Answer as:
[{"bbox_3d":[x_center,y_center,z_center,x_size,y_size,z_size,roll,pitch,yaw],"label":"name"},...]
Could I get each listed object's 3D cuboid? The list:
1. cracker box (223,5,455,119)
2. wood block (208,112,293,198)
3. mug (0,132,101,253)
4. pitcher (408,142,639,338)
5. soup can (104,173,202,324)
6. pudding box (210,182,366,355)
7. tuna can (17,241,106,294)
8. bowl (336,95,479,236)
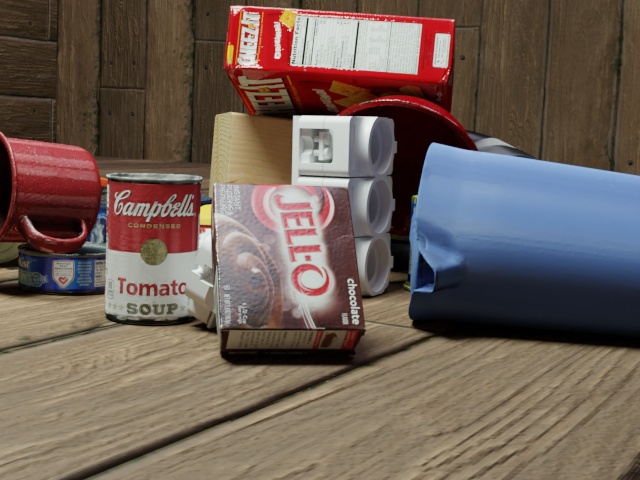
[{"bbox_3d":[0.024,-0.164,1.056,0.214,0.072,0.164,5,-10,7],"label":"cracker box"},{"bbox_3d":[-0.005,-0.078,1.122,0.205,0.091,0.090,4,3,-16],"label":"wood block"},{"bbox_3d":[-0.224,-0.031,0.851,0.081,0.093,0.117,3,35,-42],"label":"mug"},{"bbox_3d":[0.189,0.002,0.785,0.243,0.149,0.145,7,-22,11],"label":"pitcher"},{"bbox_3d":[-0.120,0.004,0.764,0.068,0.102,0.068,3,6,0],"label":"soup can"},{"bbox_3d":[-0.023,0.017,0.677,0.090,0.113,0.039,0,-32,-10],"label":"pudding box"},{"bbox_3d":[-0.206,0.022,0.883,0.086,0.034,0.086,2,6,0],"label":"tuna can"},{"bbox_3d":[0.080,-0.080,1.005,0.162,0.162,0.055,5,44,18],"label":"bowl"}]
